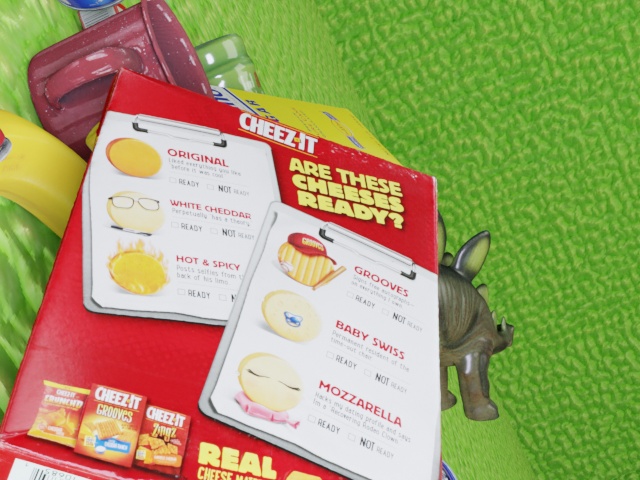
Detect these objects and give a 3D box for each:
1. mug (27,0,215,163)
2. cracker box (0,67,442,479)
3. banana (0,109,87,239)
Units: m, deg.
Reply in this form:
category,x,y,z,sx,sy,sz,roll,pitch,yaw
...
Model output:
category,x,y,z,sx,sy,sz,roll,pitch,yaw
mug,-0.117,-0.087,0.610,0.117,0.081,0.093,-17,84,-81
cracker box,-0.035,0.038,0.451,0.164,0.072,0.213,19,42,-13
banana,-0.139,-0.023,0.496,0.197,0.037,0.069,17,69,-76
